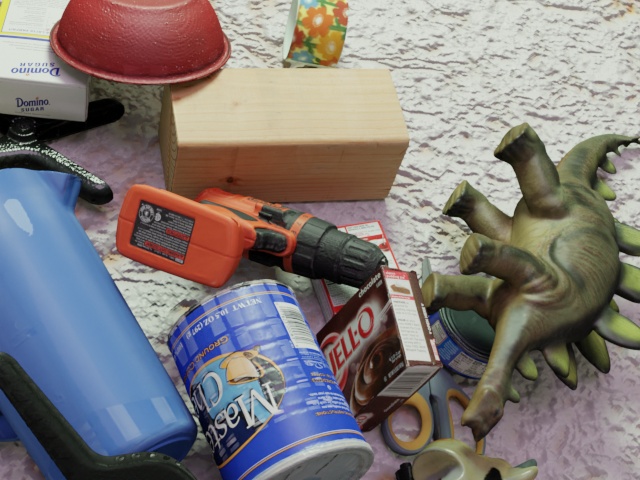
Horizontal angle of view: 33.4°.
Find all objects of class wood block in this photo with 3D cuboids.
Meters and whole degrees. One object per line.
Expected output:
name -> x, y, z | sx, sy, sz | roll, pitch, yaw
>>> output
wood block -> -0.036, -0.094, 0.965 | 0.205, 0.091, 0.090 | -2, 56, -16

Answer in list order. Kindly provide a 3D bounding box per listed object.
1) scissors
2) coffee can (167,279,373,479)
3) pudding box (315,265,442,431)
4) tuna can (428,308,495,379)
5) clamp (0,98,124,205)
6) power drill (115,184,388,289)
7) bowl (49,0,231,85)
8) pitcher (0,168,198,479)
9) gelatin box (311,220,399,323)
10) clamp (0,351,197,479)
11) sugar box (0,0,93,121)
scissors -> 0.080, 0.102, 0.900 | 0.096, 0.016, 0.202 | -4, 57, -22
coffee can -> -0.037, 0.114, 0.756 | 0.102, 0.103, 0.140 | -14, 58, -22
pudding box -> 0.043, 0.087, 0.842 | 0.039, 0.114, 0.090 | 9, 51, -32
tuna can -> 0.129, 0.075, 0.909 | 0.086, 0.034, 0.086 | 18, 47, -20
clamp -> -0.255, -0.081, 0.934 | 0.171, 0.039, 0.120 | -2, 46, -14
power drill -> -0.055, 0.001, 0.838 | 0.185, 0.057, 0.187 | 17, 6, 24
bowl -> -0.156, -0.198, 0.938 | 0.162, 0.055, 0.162 | 6, 35, -4
pitcher -> -0.205, 0.081, 0.789 | 0.144, 0.149, 0.243 | -19, 64, -42
gelatin box -> 0.030, 0.028, 0.932 | 0.073, 0.030, 0.089 | -10, 58, -18
clamp -> -0.150, 0.183, 0.677 | 0.210, 0.036, 0.164 | 24, 78, -7
sugar box -> -0.252, -0.180, 0.981 | 0.093, 0.048, 0.176 | 6, 44, -9
